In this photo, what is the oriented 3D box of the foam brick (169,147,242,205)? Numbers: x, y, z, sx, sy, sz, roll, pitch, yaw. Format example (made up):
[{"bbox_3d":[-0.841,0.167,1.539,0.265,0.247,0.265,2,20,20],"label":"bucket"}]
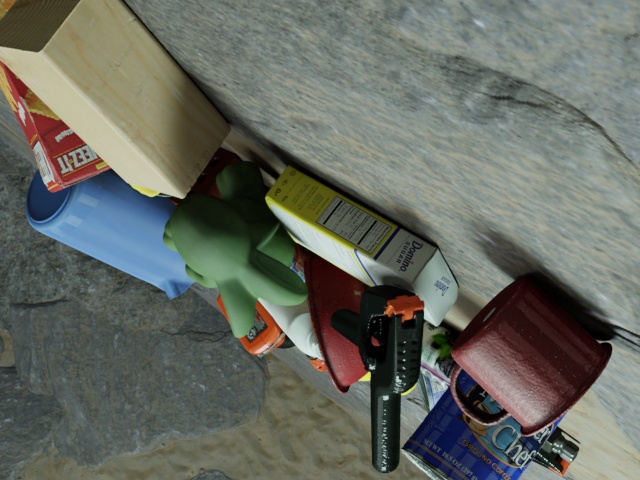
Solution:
[{"bbox_3d":[-0.112,-0.052,1.140,0.053,0.078,0.051,27,166,50],"label":"foam brick"}]

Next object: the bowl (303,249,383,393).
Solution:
[{"bbox_3d":[0.032,0.080,1.145,0.162,0.055,0.162,-14,-90,-79],"label":"bowl"}]

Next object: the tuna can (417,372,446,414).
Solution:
[{"bbox_3d":[0.128,0.153,1.194,0.086,0.033,0.086,166,90,-87],"label":"tuna can"}]

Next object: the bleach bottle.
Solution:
[{"bbox_3d":[-0.041,0.067,1.290,0.102,0.068,0.251,41,-176,-31],"label":"bleach bottle"}]

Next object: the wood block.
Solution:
[{"bbox_3d":[-0.185,-0.138,0.961,0.091,0.090,0.206,17,158,42],"label":"wood block"}]

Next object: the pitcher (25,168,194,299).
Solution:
[{"bbox_3d":[-0.263,-0.036,1.413,0.242,0.145,0.149,27,-173,-46],"label":"pitcher"}]

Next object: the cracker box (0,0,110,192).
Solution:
[{"bbox_3d":[-0.301,-0.160,1.138,0.213,0.072,0.164,66,165,-8],"label":"cracker box"}]

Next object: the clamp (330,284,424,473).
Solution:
[{"bbox_3d":[0.056,0.109,0.933,0.210,0.036,0.164,116,141,-65],"label":"clamp"}]

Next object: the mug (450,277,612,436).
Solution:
[{"bbox_3d":[0.143,0.089,0.785,0.081,0.117,0.093,43,-150,1],"label":"mug"}]

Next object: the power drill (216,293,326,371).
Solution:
[{"bbox_3d":[-0.062,0.098,1.480,0.184,0.057,0.187,52,-162,24],"label":"power drill"}]

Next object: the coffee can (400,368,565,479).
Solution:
[{"bbox_3d":[0.157,0.169,0.986,0.103,0.140,0.103,37,170,8],"label":"coffee can"}]

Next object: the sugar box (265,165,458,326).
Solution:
[{"bbox_3d":[0.037,0.003,0.958,0.176,0.048,0.093,28,166,31],"label":"sugar box"}]
